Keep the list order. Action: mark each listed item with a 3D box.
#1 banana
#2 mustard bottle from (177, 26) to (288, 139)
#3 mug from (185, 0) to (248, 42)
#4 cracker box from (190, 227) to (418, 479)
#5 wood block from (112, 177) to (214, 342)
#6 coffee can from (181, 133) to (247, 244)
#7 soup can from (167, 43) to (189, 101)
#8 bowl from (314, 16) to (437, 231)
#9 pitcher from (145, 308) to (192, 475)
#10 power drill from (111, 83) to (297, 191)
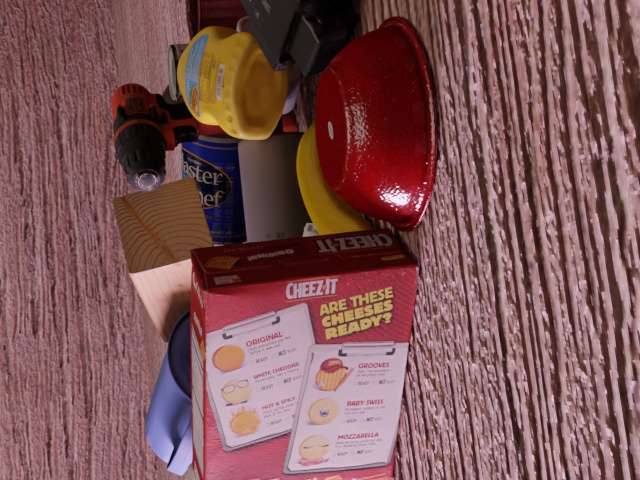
[{"bbox_3d":[0.009,-0.041,0.937,0.198,0.037,0.070,-110,20,-44],"label":"banana"},{"bbox_3d":[-0.096,-0.158,1.038,0.192,0.058,0.096,28,115,60],"label":"mustard bottle"},{"bbox_3d":[-0.108,-0.273,1.211,0.117,0.081,0.093,-111,22,-46],"label":"mug"},{"bbox_3d":[-0.019,0.102,0.842,0.072,0.164,0.214,-121,30,-55],"label":"cracker box"},{"bbox_3d":[-0.155,0.027,1.162,0.206,0.090,0.091,85,168,-66],"label":"wood block"},{"bbox_3d":[-0.113,-0.080,1.253,0.103,0.102,0.140,-117,26,-55],"label":"coffee can"},{"bbox_3d":[-0.126,-0.201,1.262,0.069,0.102,0.068,174,90,-75],"label":"soup can"},{"bbox_3d":[0.033,-0.084,0.796,0.162,0.055,0.162,175,90,-76],"label":"bowl"},{"bbox_3d":[-0.132,0.183,1.209,0.145,0.149,0.243,62,151,19],"label":"pitcher"},{"bbox_3d":[-0.122,-0.112,1.115,0.184,0.187,0.057,-112,23,-52],"label":"power drill"}]
